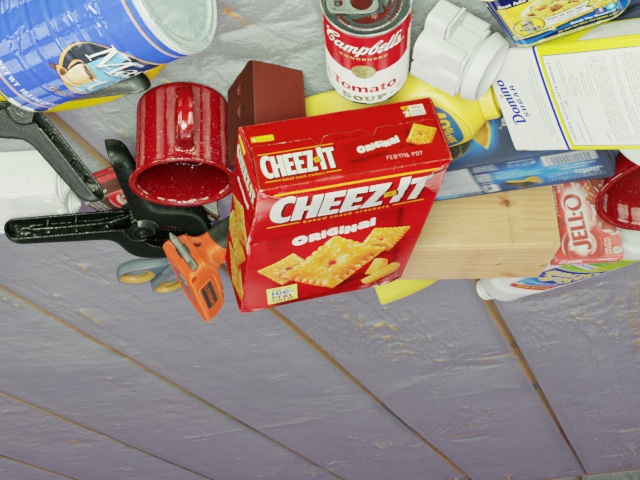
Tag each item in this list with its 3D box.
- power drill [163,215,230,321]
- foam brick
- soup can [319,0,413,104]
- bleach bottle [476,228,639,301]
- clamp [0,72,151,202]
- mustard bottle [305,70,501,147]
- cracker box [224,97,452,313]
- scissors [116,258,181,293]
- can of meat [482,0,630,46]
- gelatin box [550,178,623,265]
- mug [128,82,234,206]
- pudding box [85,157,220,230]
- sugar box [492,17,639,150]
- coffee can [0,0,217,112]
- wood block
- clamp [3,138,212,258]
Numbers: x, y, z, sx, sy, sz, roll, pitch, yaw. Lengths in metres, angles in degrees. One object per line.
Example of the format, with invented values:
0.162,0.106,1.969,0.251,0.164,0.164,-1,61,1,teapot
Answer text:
-0.057,0.001,1.082,0.187,0.057,0.184,-35,148,-12,power drill
-0.046,-0.105,0.911,0.051,0.078,0.053,8,152,-24,foam brick
0.035,-0.157,0.815,0.068,0.068,0.102,-4,157,1,soup can
0.283,0.023,1.277,0.102,0.068,0.251,10,156,-29,bleach bottle
-0.230,-0.100,0.850,0.171,0.039,0.120,16,109,-6,clamp
0.081,-0.111,0.940,0.192,0.058,0.096,-13,150,19,mustard bottle
0.008,-0.023,0.922,0.164,0.072,0.214,-11,154,-14,cracker box
-0.183,0.021,1.261,0.096,0.016,0.202,5,155,-18,scissors
0.167,-0.190,0.772,0.102,0.057,0.083,-14,157,25,can of meat
0.279,-0.019,1.138,0.073,0.089,0.030,-3,167,1,gelatin box
-0.120,-0.090,0.929,0.093,0.081,0.117,-1,157,-6,mug
-0.169,-0.043,1.085,0.090,0.039,0.113,-16,154,25,pudding box
0.208,-0.118,0.821,0.048,0.093,0.176,-33,-159,-23,sugar box
-0.158,-0.158,0.741,0.140,0.103,0.102,-15,154,26,coffee can
0.136,-0.015,1.129,0.206,0.091,0.090,-1,156,-6,wood block
-0.174,-0.027,1.031,0.209,0.036,0.165,15,141,-41,clamp
